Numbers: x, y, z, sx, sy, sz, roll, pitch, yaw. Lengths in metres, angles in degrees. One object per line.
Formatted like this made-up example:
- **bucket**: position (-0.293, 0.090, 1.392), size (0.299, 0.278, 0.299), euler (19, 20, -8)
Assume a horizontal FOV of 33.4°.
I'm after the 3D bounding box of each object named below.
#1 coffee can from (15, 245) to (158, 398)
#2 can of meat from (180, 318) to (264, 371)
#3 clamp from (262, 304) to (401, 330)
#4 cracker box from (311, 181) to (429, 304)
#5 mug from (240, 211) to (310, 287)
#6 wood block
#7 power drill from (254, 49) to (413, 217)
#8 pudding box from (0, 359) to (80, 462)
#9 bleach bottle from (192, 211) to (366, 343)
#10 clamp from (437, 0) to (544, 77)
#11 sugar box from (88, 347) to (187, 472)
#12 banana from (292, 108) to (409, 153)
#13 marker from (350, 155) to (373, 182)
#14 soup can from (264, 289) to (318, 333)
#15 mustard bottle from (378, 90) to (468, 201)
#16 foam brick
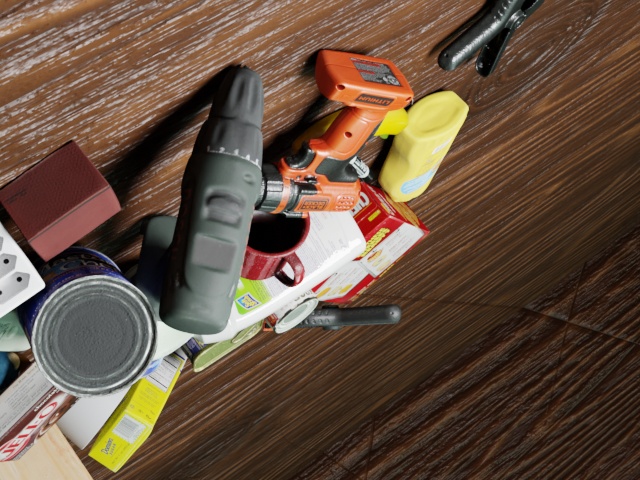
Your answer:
- **coffee can**: position (-0.204, 0.066, 0.920), size (0.102, 0.103, 0.140), euler (-36, -160, -12)
- **can of meat**: position (-0.133, 0.093, 1.281), size (0.102, 0.084, 0.057), euler (-32, 162, -21)
- **clamp**: position (0.022, 0.113, 1.561), size (0.210, 0.036, 0.164), euler (-4, 173, 10)
- **cracker box**: position (0.046, 0.007, 1.459), size (0.164, 0.072, 0.213), euler (-42, 162, 12)
- **mug**: position (-0.058, 0.001, 1.155), size (0.093, 0.117, 0.082), euler (-35, 168, -27)
- **wood block**: position (-0.309, 0.283, 1.192), size (0.090, 0.206, 0.091), euler (-28, 161, -31)
- **power drill**: position (-0.008, -0.100, 1.058), size (0.184, 0.057, 0.188), euler (-1, 140, -39)
- **pudding box**: position (-0.284, 0.166, 1.033), size (0.113, 0.039, 0.090), euler (-47, 168, 0)
- **bleach bottle**: position (-0.074, 0.035, 1.233), size (0.250, 0.102, 0.068), euler (-31, 178, -18)
- **clamp**: position (0.199, -0.247, 1.179), size (0.120, 0.039, 0.172), euler (-23, 152, -54)
- **sugar box**: position (-0.215, 0.188, 1.296), size (0.093, 0.048, 0.176), euler (-49, -167, 28)
- **banana**: position (0.047, -0.124, 1.178), size (0.070, 0.037, 0.197), euler (-49, 161, 30)
- **marker**: position (0.044, -0.091, 1.292), size (0.020, 0.020, 0.121), euler (-41, 163, 5)
- **soup can**: position (-0.059, 0.054, 1.305), size (0.068, 0.102, 0.068), euler (-35, 163, -13)
- **mustard bottle**: position (0.120, -0.104, 1.347), size (0.096, 0.058, 0.192), euler (-37, 164, -27)
- **foam brick**: position (-0.208, -0.031, 0.853), size (0.078, 0.053, 0.051), euler (-35, 163, -8)
